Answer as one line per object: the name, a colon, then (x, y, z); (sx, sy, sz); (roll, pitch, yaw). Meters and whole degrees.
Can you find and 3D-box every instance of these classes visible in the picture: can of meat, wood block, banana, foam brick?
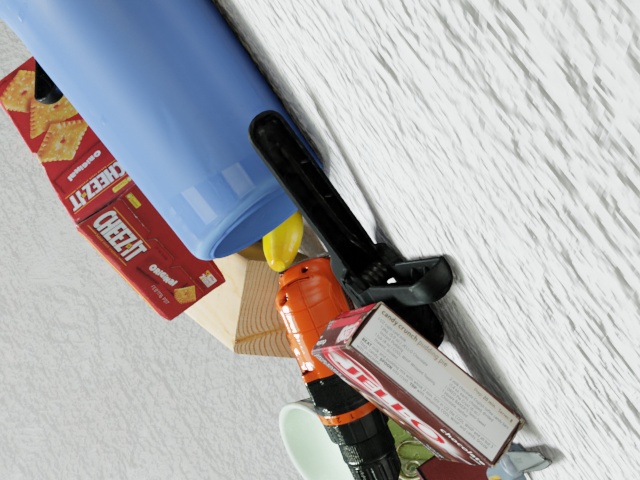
can of meat: (0.089, 0.192, 0.965); (0.102, 0.057, 0.084); (51, 173, 47)
wood block: (-0.071, 0.048, 1.066); (0.206, 0.090, 0.090); (-157, 76, -65)
banana: (-0.049, -0.016, 0.976); (0.037, 0.069, 0.198); (29, 177, -21)
foam brick: (0.115, 0.197, 0.814); (0.051, 0.053, 0.078); (49, 170, 50)

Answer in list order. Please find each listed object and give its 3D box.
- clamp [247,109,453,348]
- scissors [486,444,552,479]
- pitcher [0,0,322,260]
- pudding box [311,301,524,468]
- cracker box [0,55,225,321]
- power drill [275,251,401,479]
clamp: (0.039, 0.026, 0.655); (0.165, 0.036, 0.210); (43, 168, 40)
scissors: (0.111, 0.126, 0.679); (0.096, 0.016, 0.201); (54, 172, 25)
pitcher: (-0.111, -0.105, 0.751); (0.243, 0.145, 0.149); (54, -168, 9)
pudding box: (0.055, 0.086, 0.637); (0.113, 0.039, 0.090); (38, 166, -5)
cracker box: (-0.188, -0.050, 0.941); (0.214, 0.072, 0.164); (51, 177, 39)
power drill: (0.014, 0.097, 0.883); (0.187, 0.057, 0.184); (-110, -1, -76)
